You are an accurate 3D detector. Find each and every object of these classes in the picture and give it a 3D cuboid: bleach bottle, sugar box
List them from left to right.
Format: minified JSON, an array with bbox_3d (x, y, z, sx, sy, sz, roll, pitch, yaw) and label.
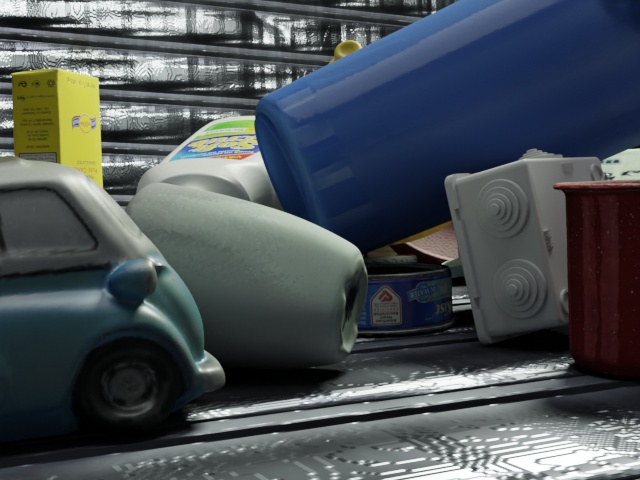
[{"bbox_3d":[-0.206,-0.045,0.852,0.048,0.176,0.093,-4,4,9],"label":"sugar box"},{"bbox_3d":[-0.059,-0.038,0.726,0.102,0.068,0.250,1,13,5],"label":"bleach bottle"}]

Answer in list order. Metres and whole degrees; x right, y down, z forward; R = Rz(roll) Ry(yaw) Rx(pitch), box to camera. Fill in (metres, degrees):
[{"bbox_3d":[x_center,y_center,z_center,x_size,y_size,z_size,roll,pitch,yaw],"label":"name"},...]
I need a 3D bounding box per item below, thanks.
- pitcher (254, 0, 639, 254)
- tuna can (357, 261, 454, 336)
[{"bbox_3d":[0.088,-0.075,0.654,0.242,0.149,0.145,-24,27,-9],"label":"pitcher"},{"bbox_3d":[0.034,0.033,0.620,0.086,0.034,0.086,-2,4,0],"label":"tuna can"}]
